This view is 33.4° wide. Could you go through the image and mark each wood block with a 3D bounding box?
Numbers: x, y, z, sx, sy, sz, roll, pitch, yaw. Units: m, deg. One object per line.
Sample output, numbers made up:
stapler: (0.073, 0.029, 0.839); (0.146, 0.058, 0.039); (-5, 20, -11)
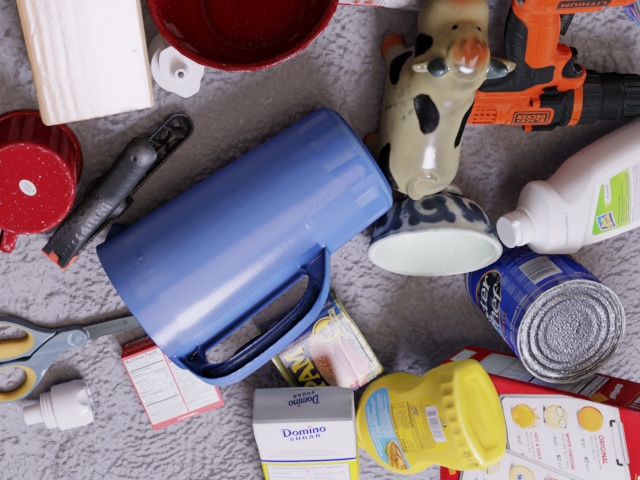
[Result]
wood block: (-0.189, -0.203, 0.809); (0.090, 0.091, 0.206); (-12, 129, -12)

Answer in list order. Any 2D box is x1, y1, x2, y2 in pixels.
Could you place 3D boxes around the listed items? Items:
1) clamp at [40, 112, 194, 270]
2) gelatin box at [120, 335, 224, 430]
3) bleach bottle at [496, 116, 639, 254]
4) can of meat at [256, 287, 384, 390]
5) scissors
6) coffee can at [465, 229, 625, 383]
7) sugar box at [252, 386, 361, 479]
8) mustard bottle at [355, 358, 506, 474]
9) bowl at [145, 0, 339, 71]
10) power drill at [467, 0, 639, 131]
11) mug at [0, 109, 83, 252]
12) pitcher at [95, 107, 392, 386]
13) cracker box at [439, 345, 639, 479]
clamp: (-0.174, -0.044, 0.916); (0.172, 0.120, 0.039); (-41, 91, 28)
gelatin box: (-0.141, 0.128, 1.015); (0.073, 0.030, 0.089); (-20, 114, -2)
bleach bottle: (0.270, -0.057, 0.974); (0.250, 0.068, 0.102); (-21, 116, -21)
can of meat: (0.001, 0.107, 1.023); (0.084, 0.057, 0.102); (-32, 115, -2)
scissors: (-0.235, 0.106, 0.994); (0.201, 0.016, 0.096); (1, 113, -13)
coffee can: (0.207, 0.056, 1.000); (0.102, 0.140, 0.103); (-4, 112, -11)
sugar box: (-0.009, 0.205, 1.021); (0.093, 0.048, 0.176); (-2, 135, 3)
mustard bottle: (0.087, 0.172, 1.013); (0.058, 0.192, 0.096); (-15, 86, -39)
bowl: (-0.058, -0.206, 0.863); (0.162, 0.055, 0.162); (-1, 80, 6)
power drill: (0.215, -0.165, 0.910); (0.184, 0.057, 0.188); (-3, 147, -5)
mug: (-0.250, -0.044, 0.894); (0.093, 0.081, 0.117); (18, 106, -18)
pitcher: (-0.056, 0.001, 0.923); (0.243, 0.145, 0.149); (-35, 108, -1)
cracker box: (0.219, 0.201, 1.003); (0.071, 0.214, 0.164); (-25, 119, -51)
